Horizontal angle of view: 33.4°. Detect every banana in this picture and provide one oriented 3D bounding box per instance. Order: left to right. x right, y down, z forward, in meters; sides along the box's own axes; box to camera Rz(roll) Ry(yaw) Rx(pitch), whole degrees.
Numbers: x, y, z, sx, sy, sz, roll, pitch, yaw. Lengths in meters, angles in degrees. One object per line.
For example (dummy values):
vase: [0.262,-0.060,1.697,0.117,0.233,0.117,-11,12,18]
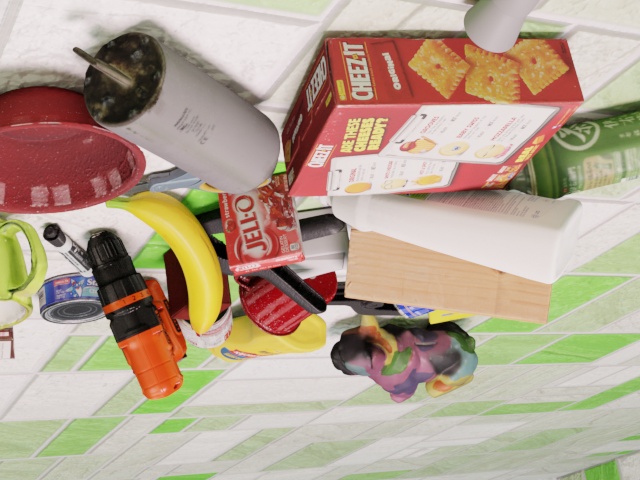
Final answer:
banana: [-0.138,0.016,1.078,0.070,0.037,0.197,-12,127,22]

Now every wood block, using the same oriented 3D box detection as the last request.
wood block: [0.137,0.023,1.106,0.206,0.091,0.090,8,-172,12]

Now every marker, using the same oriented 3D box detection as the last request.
marker: [-0.263,0.011,1.118,0.020,0.020,0.121,-11,159,3]

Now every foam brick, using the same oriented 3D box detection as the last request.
foam brick: [-0.136,0.043,1.177,0.051,0.078,0.053,9,152,-37]

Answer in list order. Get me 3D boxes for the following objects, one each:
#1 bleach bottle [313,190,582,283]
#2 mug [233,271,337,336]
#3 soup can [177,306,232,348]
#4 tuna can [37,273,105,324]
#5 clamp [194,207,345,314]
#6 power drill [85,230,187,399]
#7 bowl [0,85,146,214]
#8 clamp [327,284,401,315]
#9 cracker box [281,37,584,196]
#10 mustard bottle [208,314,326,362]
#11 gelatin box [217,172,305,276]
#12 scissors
bleach bottle: [0.115,-0.026,1.023,0.251,0.068,0.102,15,-157,22]
mug: [-0.044,0.048,1.227,0.117,0.093,0.082,25,138,-28]
soup can: [-0.141,0.087,1.300,0.068,0.068,0.102,-8,159,-6]
tuna can: [-0.283,0.068,1.235,0.086,0.034,0.086,-9,159,-4]
clamp: [-0.057,0.001,1.091,0.171,0.039,0.120,21,118,-2]
power drill: [-0.199,0.080,1.170,0.057,0.184,0.187,-22,178,-3]
bowl: [-0.224,-0.078,0.859,0.162,0.055,0.162,-9,159,-4]
clamp: [0.070,0.064,1.375,0.165,0.036,0.209,-25,152,39]
cracker box: [0.088,-0.104,0.911,0.213,0.072,0.164,-2,157,-17]
mustard bottle: [-0.088,0.128,1.413,0.096,0.058,0.192,13,162,-42]
gelatin box: [-0.058,-0.016,1.043,0.073,0.089,0.030,-11,159,4]
scissors: [-0.141,-0.063,0.990,0.201,0.016,0.096,-4,156,-15]
